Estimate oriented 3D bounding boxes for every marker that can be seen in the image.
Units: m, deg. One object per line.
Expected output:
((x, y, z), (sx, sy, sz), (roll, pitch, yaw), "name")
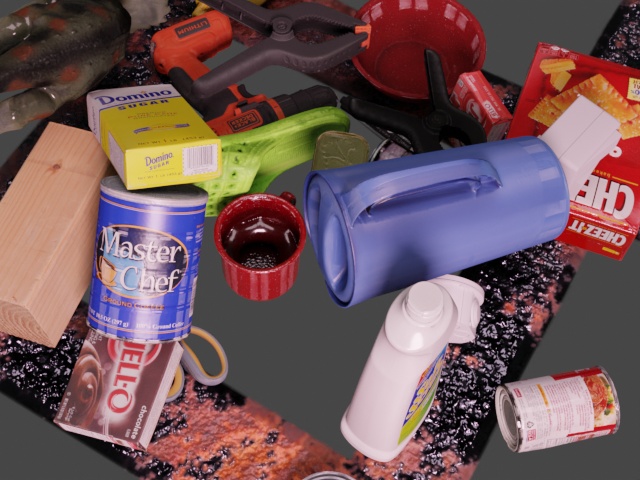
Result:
((0.069, -0.127, 1.220), (0.121, 0.020, 0.020), (40, 66, 18), "marker")

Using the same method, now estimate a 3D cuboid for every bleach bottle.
((0.073, 0.112, 0.955), (0.068, 0.251, 0.102), (34, 65, 15), "bleach bottle")

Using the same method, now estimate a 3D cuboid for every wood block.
((-0.275, -0.008, 1.092), (0.091, 0.090, 0.206), (15, 61, 16), "wood block")

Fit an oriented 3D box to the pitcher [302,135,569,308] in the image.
((0.115, -0.030, 1.025), (0.242, 0.145, 0.149), (-14, 24, -16), "pitcher")

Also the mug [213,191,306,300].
((-0.057, 0.001, 1.107), (0.093, 0.081, 0.117), (22, 63, 9), "mug")

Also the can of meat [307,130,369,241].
((0.017, -0.051, 1.138), (0.057, 0.084, 0.102), (8, 61, 1), "can of meat")

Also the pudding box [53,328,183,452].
((-0.194, 0.139, 1.036), (0.090, 0.039, 0.113), (11, 69, 15), "pudding box")

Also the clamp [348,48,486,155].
((0.128, -0.131, 1.152), (0.171, 0.039, 0.120), (41, 80, 16), "clamp")

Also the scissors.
((-0.180, 0.086, 1.092), (0.202, 0.016, 0.096), (40, 67, 18), "scissors")

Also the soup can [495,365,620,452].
((0.229, 0.164, 1.039), (0.102, 0.068, 0.068), (-10, 62, -7), "soup can")

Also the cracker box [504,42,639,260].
((0.288, -0.105, 1.188), (0.164, 0.072, 0.213), (19, 63, 8), "cracker box")

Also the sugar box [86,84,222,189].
((-0.166, -0.106, 1.044), (0.093, 0.048, 0.176), (-9, 30, -22), "sugar box")

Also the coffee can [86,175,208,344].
((-0.167, 0.016, 1.025), (0.103, 0.102, 0.140), (9, 103, 2), "coffee can")

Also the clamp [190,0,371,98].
((-0.050, -0.237, 1.204), (0.210, 0.036, 0.164), (-7, 59, -8), "clamp")

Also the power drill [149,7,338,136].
((-0.096, -0.179, 1.216), (0.184, 0.057, 0.188), (-24, 62, -19), "power drill")

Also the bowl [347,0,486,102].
((0.110, -0.216, 1.250), (0.162, 0.055, 0.162), (1, 61, -2), "bowl")

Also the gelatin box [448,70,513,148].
((0.170, -0.133, 1.187), (0.030, 0.089, 0.073), (-17, 63, -23), "gelatin box")
